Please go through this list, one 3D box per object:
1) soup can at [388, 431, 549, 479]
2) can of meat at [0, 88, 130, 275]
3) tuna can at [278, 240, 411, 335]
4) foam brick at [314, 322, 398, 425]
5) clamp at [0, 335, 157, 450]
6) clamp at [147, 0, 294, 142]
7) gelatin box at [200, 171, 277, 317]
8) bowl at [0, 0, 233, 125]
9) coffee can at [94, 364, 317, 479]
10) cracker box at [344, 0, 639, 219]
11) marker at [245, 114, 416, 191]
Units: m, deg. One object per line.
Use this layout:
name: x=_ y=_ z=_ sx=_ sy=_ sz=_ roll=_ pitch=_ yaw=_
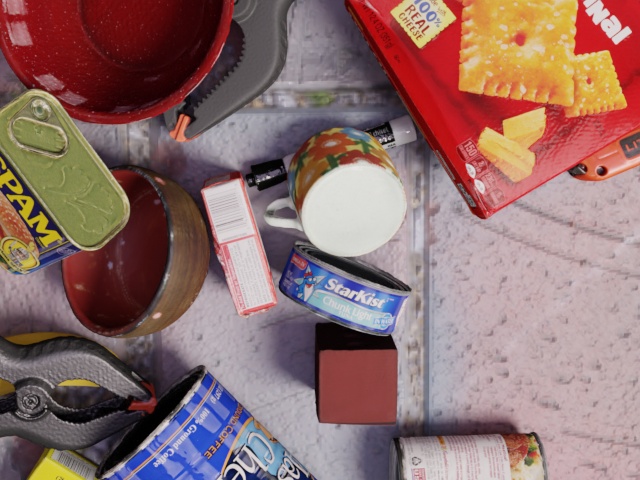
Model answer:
soup can: x=0.102 y=0.170 z=0.748 sx=0.102 sy=0.068 sz=0.068 roll=-1 pitch=98 yaw=-3
can of meat: x=-0.184 y=-0.032 z=0.672 sx=0.084 sy=0.057 sz=0.102 roll=-20 pitch=112 yaw=40
tuna can: x=0.016 y=0.032 z=0.716 sx=0.086 sy=0.086 sz=0.034 roll=21 pitch=97 yaw=-6
foam brick: x=0.023 y=0.089 z=0.728 sx=0.053 sy=0.078 sz=0.051 roll=1 pitch=99 yaw=-3
clamp: x=-0.198 y=0.108 z=0.702 sx=0.171 sy=0.039 sz=0.120 roll=15 pitch=109 yaw=-14
clamp: x=-0.047 y=-0.162 z=0.709 sx=0.164 sy=0.036 sz=0.210 roll=16 pitch=96 yaw=2
gelatin box: x=-0.055 y=0.001 z=0.714 sx=0.030 sy=0.073 sz=0.089 roll=-16 pitch=99 yaw=-2
bowl: x=-0.124 y=-0.154 z=0.675 sx=0.162 sy=0.055 sz=0.162 roll=1 pitch=96 yaw=13
coffee can: x=-0.066 y=0.169 z=0.721 sx=0.103 sy=0.103 sz=0.140 roll=-44 pitch=98 yaw=3
cracker box: x=0.145 y=-0.136 z=0.654 sx=0.214 sy=0.072 sz=0.164 roll=-32 pitch=95 yaw=5
marker: x=0.007 y=-0.060 z=0.737 sx=0.121 sy=0.020 sz=0.020 roll=-18 pitch=98 yaw=0
